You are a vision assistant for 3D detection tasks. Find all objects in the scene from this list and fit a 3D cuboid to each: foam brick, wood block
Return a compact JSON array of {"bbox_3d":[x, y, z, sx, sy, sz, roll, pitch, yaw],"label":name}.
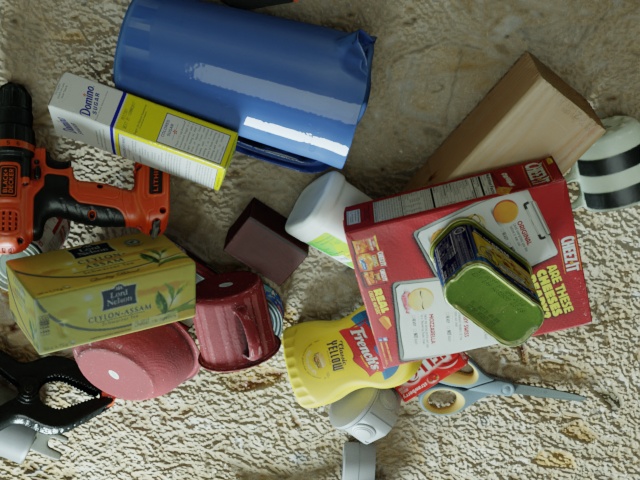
[{"bbox_3d":[-0.058,0.001,1.161,0.078,0.053,0.051,33,113,-13],"label":"foam brick"},{"bbox_3d":[0.179,-0.078,1.092,0.090,0.091,0.206,35,113,-16],"label":"wood block"}]

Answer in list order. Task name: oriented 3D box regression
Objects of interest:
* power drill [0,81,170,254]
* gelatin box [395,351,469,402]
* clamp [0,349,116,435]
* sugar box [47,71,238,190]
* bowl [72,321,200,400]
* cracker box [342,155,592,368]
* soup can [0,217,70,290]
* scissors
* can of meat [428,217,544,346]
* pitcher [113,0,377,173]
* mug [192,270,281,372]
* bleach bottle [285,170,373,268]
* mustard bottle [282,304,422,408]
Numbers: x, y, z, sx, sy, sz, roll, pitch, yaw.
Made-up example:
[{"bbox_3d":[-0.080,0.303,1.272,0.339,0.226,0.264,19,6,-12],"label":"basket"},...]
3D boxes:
[{"bbox_3d":[-0.249,-0.074,1.096,0.187,0.184,0.057,1,162,-11],"label":"power drill"},{"bbox_3d":[0.114,0.131,1.221,0.089,0.030,0.073,-34,91,17],"label":"gelatin box"},{"bbox_3d":[-0.343,0.185,1.226,0.209,0.164,0.036,12,151,-13],"label":"clamp"},{"bbox_3d":[-0.171,-0.105,1.039,0.176,0.093,0.048,22,76,-4],"label":"sugar box"},{"bbox_3d":[-0.218,0.130,1.194,0.162,0.055,0.162,14,139,12],"label":"bowl"},{"bbox_3d":[0.144,0.023,1.053,0.214,0.072,0.164,-14,117,7],"label":"cracker box"},{"bbox_3d":[-0.313,0.003,1.142,0.068,0.102,0.068,1,117,1],"label":"soup can"},{"bbox_3d":[0.204,0.187,1.264,0.201,0.016,0.096,23,113,-8],"label":"scissors"},{"bbox_3d":[0.152,0.039,0.973,0.102,0.084,0.057,36,111,-17],"label":"can of meat"},{"bbox_3d":[-0.074,-0.156,1.049,0.243,0.145,0.149,15,96,-1],"label":"pitcher"},{"bbox_3d":[-0.091,0.087,1.134,0.093,0.117,0.081,-17,111,-16],"label":"mug"},{"bbox_3d":[0.089,0.021,1.143,0.250,0.103,0.068,31,71,-14],"label":"bleach bottle"},{"bbox_3d":[0.056,0.119,1.187,0.192,0.058,0.096,-18,78,20],"label":"mustard bottle"}]
